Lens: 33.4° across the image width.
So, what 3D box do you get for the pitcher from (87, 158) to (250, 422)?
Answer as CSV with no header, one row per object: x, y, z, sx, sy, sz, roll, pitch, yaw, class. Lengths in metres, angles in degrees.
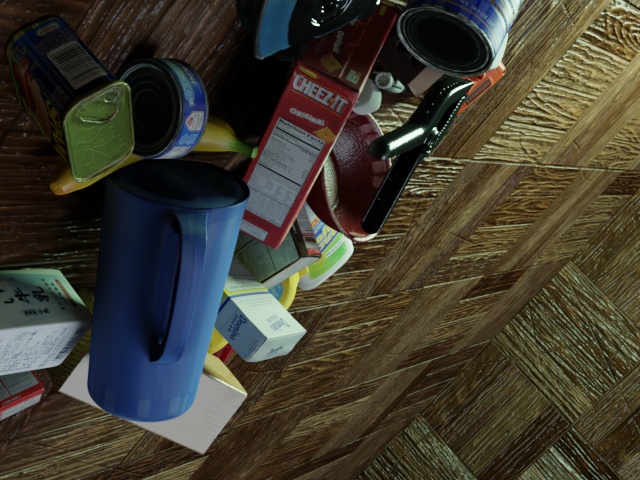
-0.151,0.051,1.008,0.149,0.145,0.243,-29,137,-60,pitcher

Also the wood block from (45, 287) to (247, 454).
-0.195,0.146,1.179,0.205,0.090,0.091,34,95,-38,wood block

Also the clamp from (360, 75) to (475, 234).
0.109,-0.119,1.195,0.210,0.036,0.164,-53,163,-18,clamp

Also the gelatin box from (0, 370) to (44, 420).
-0.328,0.134,1.054,0.073,0.089,0.030,-24,156,-40,gelatin box

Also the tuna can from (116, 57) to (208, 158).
-0.137,-0.111,0.898,0.033,0.086,0.086,-9,142,-55,tuna can

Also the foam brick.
0.094,-0.203,1.157,0.053,0.078,0.051,-43,162,5,foam brick

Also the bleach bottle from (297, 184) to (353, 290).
-0.022,-0.020,1.358,0.102,0.068,0.250,-39,158,-6,bleach bottle

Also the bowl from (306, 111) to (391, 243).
0.023,-0.076,1.254,0.055,0.162,0.161,-4,-177,33,bowl

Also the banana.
-0.155,-0.084,0.952,0.197,0.070,0.037,-15,125,-28,banana

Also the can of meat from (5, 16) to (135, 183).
-0.189,-0.107,0.808,0.057,0.084,0.102,-34,159,-22,can of meat

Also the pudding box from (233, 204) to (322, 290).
-0.058,0.001,1.238,0.039,0.090,0.114,-6,161,-45,pudding box

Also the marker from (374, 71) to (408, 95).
0.084,-0.182,1.242,0.020,0.020,0.121,-46,172,12,marker

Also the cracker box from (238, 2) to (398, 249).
-0.013,-0.122,1.047,0.214,0.072,0.164,-61,-176,41,cracker box

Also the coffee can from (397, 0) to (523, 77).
0.151,-0.248,1.058,0.140,0.103,0.103,-62,168,-21,coffee can

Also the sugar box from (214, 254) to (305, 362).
-0.105,0.058,1.186,0.048,0.176,0.093,-49,160,19,sugar box
